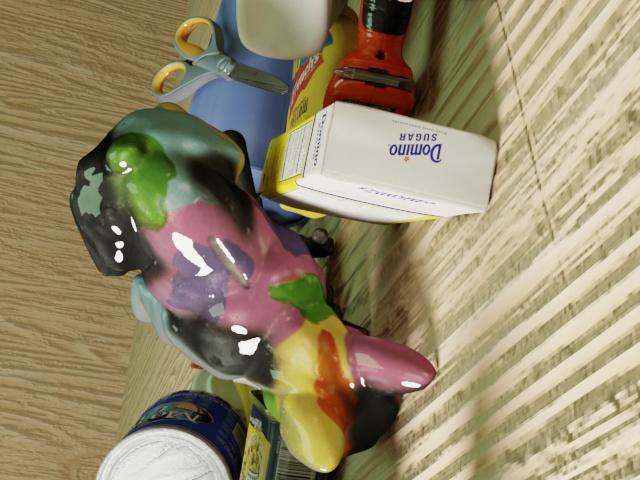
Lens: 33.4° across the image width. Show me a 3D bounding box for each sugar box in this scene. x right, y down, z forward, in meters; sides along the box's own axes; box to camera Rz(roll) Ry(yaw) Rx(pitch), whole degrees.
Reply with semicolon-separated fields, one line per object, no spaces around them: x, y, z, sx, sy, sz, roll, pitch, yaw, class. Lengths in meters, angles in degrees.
0.026;-0.041;0.622;0.176;0.093;0.048;166;115;-75;sugar box

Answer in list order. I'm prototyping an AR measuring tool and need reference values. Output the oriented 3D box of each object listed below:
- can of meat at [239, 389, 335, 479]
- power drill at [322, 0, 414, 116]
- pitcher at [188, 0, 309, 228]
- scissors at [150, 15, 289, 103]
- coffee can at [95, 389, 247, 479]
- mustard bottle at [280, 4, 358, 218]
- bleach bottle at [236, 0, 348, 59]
-0.023;0.156;0.746;0.102;0.057;0.084;-172;91;-77;can of meat
0.043;-0.174;0.733;0.184;0.057;0.187;130;149;-86;power drill
-0.047;-0.142;0.991;0.145;0.149;0.243;93;-174;-67;pitcher
-0.095;-0.137;0.927;0.096;0.016;0.202;-49;40;9;scissors
-0.112;0.182;0.843;0.140;0.103;0.103;-63;-14;-86;coffee can
0.007;-0.120;0.850;0.096;0.058;0.191;133;148;-53;mustard bottle
0.003;-0.226;0.846;0.250;0.068;0.102;-59;-26;-61;bleach bottle
